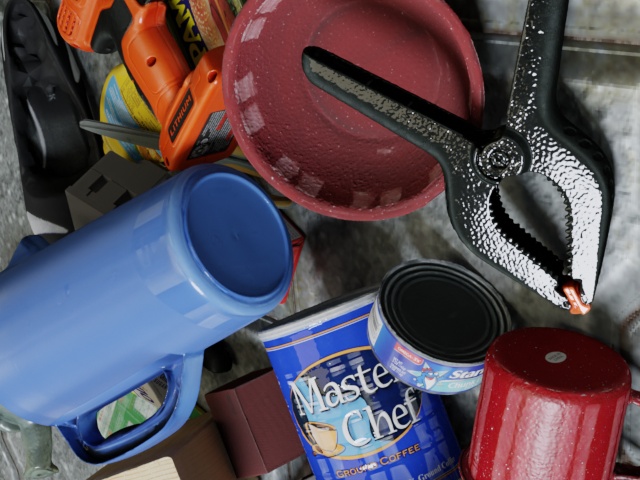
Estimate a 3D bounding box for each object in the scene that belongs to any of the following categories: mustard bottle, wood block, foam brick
[{"bbox_3d":[-0.135,-0.108,0.871,0.096,0.058,0.192,57,142,5],"label":"mustard bottle"},{"bbox_3d":[-0.120,0.209,0.880,0.206,0.090,0.091,-15,-96,-82],"label":"wood block"},{"bbox_3d":[-0.052,0.152,0.896,0.053,0.051,0.078,-21,90,53],"label":"foam brick"}]

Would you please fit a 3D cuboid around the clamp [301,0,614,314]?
[{"bbox_3d":[0.106,-0.058,0.581,0.165,0.036,0.210,-31,98,30],"label":"clamp"}]

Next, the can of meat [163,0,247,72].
[{"bbox_3d":[-0.061,-0.158,0.757,0.084,0.057,0.102,-28,84,51],"label":"can of meat"}]

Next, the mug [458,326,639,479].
[{"bbox_3d":[0.142,0.104,0.608,0.117,0.093,0.081,11,114,15],"label":"mug"}]

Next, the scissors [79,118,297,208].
[{"bbox_3d":[-0.102,-0.081,0.804,0.202,0.016,0.096,24,145,13],"label":"scissors"}]

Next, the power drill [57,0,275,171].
[{"bbox_3d":[-0.106,-0.156,0.722,0.188,0.057,0.185,56,141,21],"label":"power drill"}]

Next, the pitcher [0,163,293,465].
[{"bbox_3d":[-0.131,0.049,0.759,0.243,0.145,0.149,-27,119,39],"label":"pitcher"}]

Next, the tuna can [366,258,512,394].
[{"bbox_3d":[0.073,0.053,0.663,0.086,0.085,0.034,47,140,27],"label":"tuna can"}]

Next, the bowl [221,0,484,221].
[{"bbox_3d":[0.024,-0.096,0.648,0.162,0.055,0.162,8,117,16],"label":"bowl"}]

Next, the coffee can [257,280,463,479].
[{"bbox_3d":[0.029,0.109,0.729,0.103,0.102,0.140,-22,89,54],"label":"coffee can"}]
